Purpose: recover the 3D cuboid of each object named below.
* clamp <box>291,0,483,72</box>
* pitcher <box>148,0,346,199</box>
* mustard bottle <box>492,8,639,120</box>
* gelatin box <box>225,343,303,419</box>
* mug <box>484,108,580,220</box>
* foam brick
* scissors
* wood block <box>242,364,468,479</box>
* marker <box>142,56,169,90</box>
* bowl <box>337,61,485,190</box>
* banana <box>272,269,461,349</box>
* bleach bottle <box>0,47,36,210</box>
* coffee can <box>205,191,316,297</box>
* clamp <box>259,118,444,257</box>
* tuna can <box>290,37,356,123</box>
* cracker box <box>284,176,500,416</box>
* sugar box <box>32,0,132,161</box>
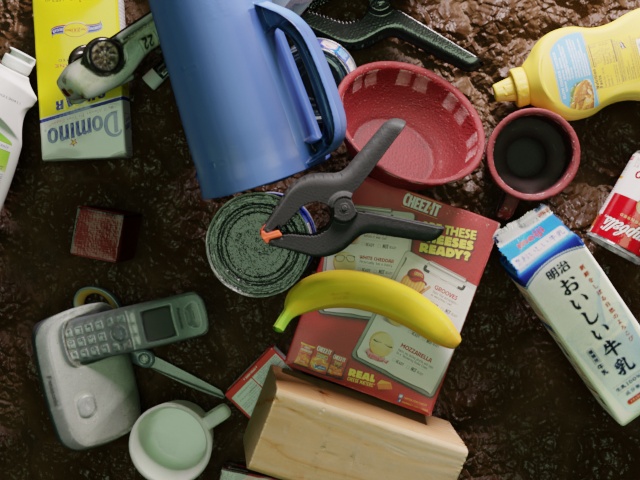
[{"bbox_3d":[0.069,-0.260,1.126,0.210,0.036,0.164,2,84,7],"label":"clamp"},{"bbox_3d":[-0.079,-0.171,1.025,0.149,0.145,0.243,-19,101,-6],"label":"pitcher"},{"bbox_3d":[0.274,-0.177,1.110,0.191,0.058,0.096,-14,93,3],"label":"mustard bottle"},{"bbox_3d":[-0.046,0.169,1.154,0.089,0.030,0.073,44,93,-2],"label":"gelatin box"},{"bbox_3d":[0.210,-0.076,1.106,0.093,0.081,0.117,20,93,1],"label":"mug"},{"bbox_3d":[-0.227,-0.008,1.131,0.053,0.078,0.051,10,93,4],"label":"foam brick"},{"bbox_3d":[-0.194,0.108,1.164,0.202,0.016,0.096,10,94,2],"label":"scissors"},{"bbox_3d":[0.033,0.210,1.101,0.206,0.091,0.090,19,98,-10],"label":"wood block"},{"bbox_3d":[-0.142,-0.210,1.147,0.121,0.020,0.020,-43,90,4],"label":"marker"},{"bbox_3d":[0.084,-0.106,1.088,0.162,0.055,0.162,10,53,-14],"label":"bowl"},{"bbox_3d":[0.047,0.066,1.057,0.197,0.037,0.069,6,81,-16],"label":"banana"},{"bbox_3d":[-0.360,-0.081,1.120,0.068,0.102,0.251,32,96,45],"label":"bleach bottle"},{"bbox_3d":[-0.057,0.001,1.092,0.103,0.140,0.103,0,92,2],"label":"coffee can"},{"bbox_3d":[0.030,-0.025,1.003,0.171,0.039,0.120,-29,91,2],"label":"clamp"},{"bbox_3d":[-0.005,-0.167,1.120,0.086,0.033,0.086,5,116,11],"label":"tuna can"},{"bbox_3d":[0.074,0.055,1.123,0.164,0.072,0.214,19,92,0],"label":"cracker box"},{"bbox_3d":[-0.254,-0.174,1.141,0.093,0.048,0.176,-3,91,2],"label":"sugar box"}]
